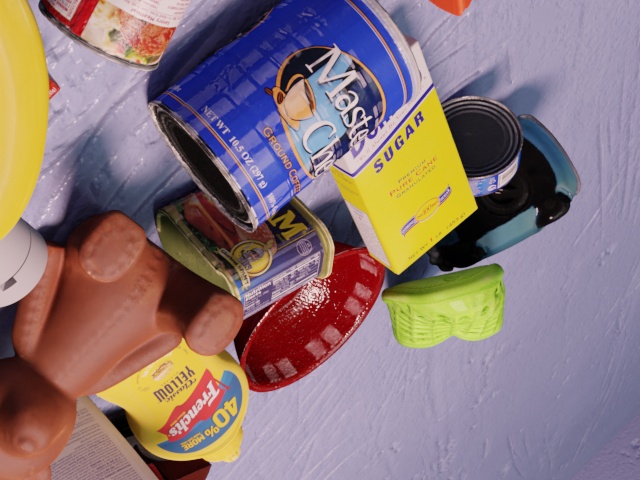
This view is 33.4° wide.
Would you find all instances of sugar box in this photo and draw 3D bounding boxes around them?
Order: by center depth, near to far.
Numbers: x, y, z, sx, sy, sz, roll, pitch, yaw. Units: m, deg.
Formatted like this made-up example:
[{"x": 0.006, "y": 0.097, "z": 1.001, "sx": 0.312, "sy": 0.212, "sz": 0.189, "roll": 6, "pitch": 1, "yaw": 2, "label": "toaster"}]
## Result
[{"x": 0.056, "y": -0.065, "z": 0.821, "sx": 0.093, "sy": 0.048, "sz": 0.176, "roll": -40, "pitch": 135, "yaw": -13, "label": "sugar box"}]

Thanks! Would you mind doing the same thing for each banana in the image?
[{"x": -0.163, "y": -0.058, "z": 0.514, "sx": 0.069, "sy": 0.037, "sz": 0.198, "roll": -17, "pitch": 139, "yaw": -44, "label": "banana"}]

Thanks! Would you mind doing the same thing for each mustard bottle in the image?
[{"x": -0.108, "y": 0.115, "z": 0.816, "sx": 0.096, "sy": 0.058, "sz": 0.191, "roll": -40, "pitch": 135, "yaw": -11, "label": "mustard bottle"}]

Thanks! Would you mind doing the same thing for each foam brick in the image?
[{"x": -0.144, "y": 0.220, "z": 0.972, "sx": 0.052, "sy": 0.051, "sz": 0.078, "roll": -15, "pitch": 140, "yaw": -45, "label": "foam brick"}]

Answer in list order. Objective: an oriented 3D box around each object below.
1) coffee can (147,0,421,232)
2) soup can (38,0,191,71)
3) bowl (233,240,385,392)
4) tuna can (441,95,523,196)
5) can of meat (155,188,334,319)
[{"x": -0.022, "y": -0.088, "z": 0.672, "sx": 0.140, "sy": 0.103, "sz": 0.103, "roll": -40, "pitch": 152, "yaw": -12, "label": "coffee can"}, {"x": -0.089, "y": -0.146, "z": 0.535, "sx": 0.068, "sy": 0.069, "sz": 0.102, "roll": 2, "pitch": 125, "yaw": -56, "label": "soup can"}, {"x": -0.021, "y": 0.054, "z": 0.918, "sx": 0.162, "sy": 0.055, "sz": 0.162, "roll": -34, "pitch": 151, "yaw": -23, "label": "bowl"}, {"x": 0.130, "y": -0.081, "z": 0.920, "sx": 0.086, "sy": 0.086, "sz": 0.034, "roll": -39, "pitch": 153, "yaw": -15, "label": "tuna can"}, {"x": -0.055, "y": 0.001, "z": 0.749, "sx": 0.083, "sy": 0.102, "sz": 0.057, "roll": -29, "pitch": 149, "yaw": -27, "label": "can of meat"}]
